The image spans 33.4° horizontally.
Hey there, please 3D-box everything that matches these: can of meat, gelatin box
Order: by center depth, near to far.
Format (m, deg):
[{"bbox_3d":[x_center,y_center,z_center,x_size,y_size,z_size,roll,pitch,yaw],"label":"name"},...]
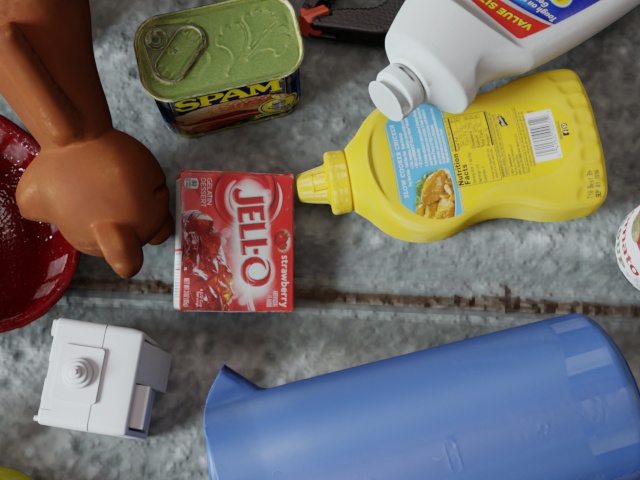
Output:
[{"bbox_3d":[-0.054,0.001,0.677,0.073,0.030,0.089,1,88,-15],"label":"gelatin box"},{"bbox_3d":[-0.062,-0.109,0.688,0.102,0.084,0.057,-13,78,-3],"label":"can of meat"}]

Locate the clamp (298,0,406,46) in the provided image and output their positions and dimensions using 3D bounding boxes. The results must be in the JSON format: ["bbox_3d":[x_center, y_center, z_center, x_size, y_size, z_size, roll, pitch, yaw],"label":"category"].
[{"bbox_3d":[0.068,-0.176,0.726,0.171,0.039,0.120,-37,77,-8],"label":"clamp"}]

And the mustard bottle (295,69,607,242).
[{"bbox_3d":[0.079,-0.049,0.687,0.191,0.058,0.096,-10,76,-2],"label":"mustard bottle"}]

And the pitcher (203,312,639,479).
[{"bbox_3d":[0.061,0.135,0.617,0.242,0.149,0.145,-16,35,-6],"label":"pitcher"}]

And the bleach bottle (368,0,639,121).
[{"bbox_3d":[0.135,-0.152,0.676,0.250,0.068,0.102,-40,94,-18],"label":"bleach bottle"}]

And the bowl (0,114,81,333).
[{"bbox_3d":[-0.232,-0.007,0.659,0.161,0.055,0.162,21,52,-30],"label":"bowl"}]
